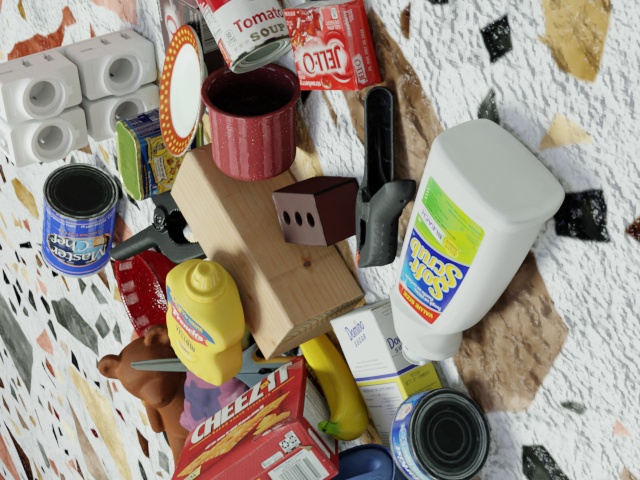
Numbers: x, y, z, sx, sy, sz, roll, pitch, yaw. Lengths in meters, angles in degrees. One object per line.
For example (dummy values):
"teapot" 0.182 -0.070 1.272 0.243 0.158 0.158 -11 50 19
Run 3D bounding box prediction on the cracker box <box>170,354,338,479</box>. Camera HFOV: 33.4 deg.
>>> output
"cracker box" -0.066 0.210 1.064 0.072 0.164 0.213 54 -173 -9

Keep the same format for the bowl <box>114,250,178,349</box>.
"bowl" -0.213 0.074 1.421 0.162 0.055 0.162 39 140 41

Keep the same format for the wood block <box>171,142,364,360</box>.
"wood block" -0.057 0.001 1.074 0.206 0.090 0.090 59 150 15

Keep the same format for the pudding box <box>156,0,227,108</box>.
"pudding box" -0.128 -0.202 1.099 0.090 0.039 0.113 36 139 43

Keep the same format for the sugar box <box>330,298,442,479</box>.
"sugar box" 0.077 0.143 1.000 0.093 0.048 0.176 -22 88 64

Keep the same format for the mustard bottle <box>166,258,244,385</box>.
"mustard bottle" -0.115 0.071 1.067 0.096 0.058 0.192 49 157 18

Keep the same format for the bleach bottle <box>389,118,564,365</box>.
"bleach bottle" 0.108 0.025 0.848 0.103 0.068 0.251 51 150 28

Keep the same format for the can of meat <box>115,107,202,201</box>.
"can of meat" -0.184 -0.102 1.218 0.057 0.083 0.102 41 142 38

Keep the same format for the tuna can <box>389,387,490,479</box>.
"tuna can" 0.105 0.172 0.931 0.034 0.086 0.086 -30 84 60

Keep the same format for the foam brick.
"foam brick" -0.001 -0.028 0.999 0.078 0.051 0.053 5 114 58

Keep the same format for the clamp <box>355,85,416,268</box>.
"clamp" 0.052 -0.029 0.894 0.120 0.039 0.171 -93 3 -49

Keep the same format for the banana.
"banana" 0.013 0.144 1.069 0.069 0.037 0.198 52 -173 -27

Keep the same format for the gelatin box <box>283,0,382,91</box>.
"gelatin box" 0.009 -0.165 0.907 0.089 0.030 0.073 15 123 55

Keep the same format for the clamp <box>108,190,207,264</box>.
"clamp" -0.185 -0.037 1.293 0.210 0.036 0.164 15 104 43

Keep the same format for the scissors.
"scissors" -0.100 0.152 1.176 0.016 0.202 0.096 -83 -22 -69

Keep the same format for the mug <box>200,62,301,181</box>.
"mug" -0.065 -0.119 1.017 0.117 0.093 0.081 -98 5 -47

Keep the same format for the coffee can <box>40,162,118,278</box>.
"coffee can" -0.344 -0.027 1.519 0.103 0.102 0.140 53 148 24

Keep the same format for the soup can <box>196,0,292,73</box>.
"soup can" -0.073 -0.212 0.971 0.102 0.068 0.069 64 151 4
